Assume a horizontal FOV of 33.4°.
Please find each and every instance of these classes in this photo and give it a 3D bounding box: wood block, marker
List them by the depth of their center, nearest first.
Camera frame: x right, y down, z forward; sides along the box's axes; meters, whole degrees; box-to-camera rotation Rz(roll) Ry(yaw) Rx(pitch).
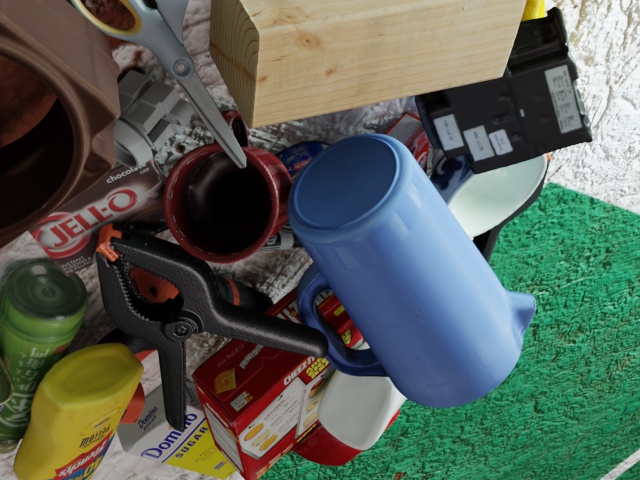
[{"bbox_3d":[0.033,-0.159,0.774,0.205,0.091,0.090,-14,144,-19],"label":"wood block"},{"bbox_3d":[-0.056,0.001,0.984,0.120,0.020,0.020,-5,140,-29],"label":"marker"}]

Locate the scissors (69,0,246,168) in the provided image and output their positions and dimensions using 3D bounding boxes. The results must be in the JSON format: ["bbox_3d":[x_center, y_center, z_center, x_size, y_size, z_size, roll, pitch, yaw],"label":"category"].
[{"bbox_3d":[-0.089,-0.139,0.733,0.096,0.016,0.201,-45,125,8],"label":"scissors"}]

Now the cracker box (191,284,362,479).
[{"bbox_3d":[-0.038,0.139,1.065,0.164,0.072,0.214,-40,159,-18],"label":"cracker box"}]

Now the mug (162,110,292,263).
[{"bbox_3d":[-0.069,-0.045,0.851,0.093,0.117,0.081,-3,-173,13],"label":"mug"}]

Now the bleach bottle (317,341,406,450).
[{"bbox_3d":[0.093,0.114,1.111,0.250,0.068,0.103,-34,152,-55],"label":"bleach bottle"}]

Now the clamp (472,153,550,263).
[{"bbox_3d":[0.174,-0.028,1.085,0.172,0.039,0.120,-42,145,20],"label":"clamp"}]

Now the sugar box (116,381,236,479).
[{"bbox_3d":[-0.133,0.212,1.181,0.093,0.048,0.176,-39,145,16],"label":"sugar box"}]

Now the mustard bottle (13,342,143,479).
[{"bbox_3d":[-0.224,0.176,0.950,0.096,0.058,0.192,-28,154,-47],"label":"mustard bottle"}]

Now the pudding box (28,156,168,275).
[{"bbox_3d":[-0.175,-0.029,0.847,0.113,0.039,0.090,-27,145,-2],"label":"pudding box"}]

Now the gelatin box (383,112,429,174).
[{"bbox_3d":[0.062,-0.059,0.944,0.089,0.030,0.073,-46,153,-29],"label":"gelatin box"}]

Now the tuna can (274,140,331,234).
[{"bbox_3d":[-0.013,-0.047,0.938,0.086,0.034,0.086,-18,145,-14],"label":"tuna can"}]

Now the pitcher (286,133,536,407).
[{"bbox_3d":[0.061,0.030,0.889,0.149,0.145,0.242,-52,135,-15],"label":"pitcher"}]

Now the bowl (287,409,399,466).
[{"bbox_3d":[0.038,0.206,1.216,0.162,0.055,0.162,-41,176,-4],"label":"bowl"}]

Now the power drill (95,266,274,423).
[{"bbox_3d":[-0.152,0.099,1.015,0.188,0.057,0.184,-45,145,21],"label":"power drill"}]

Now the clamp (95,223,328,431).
[{"bbox_3d":[-0.118,0.071,0.881,0.165,0.036,0.209,-36,120,20],"label":"clamp"}]
